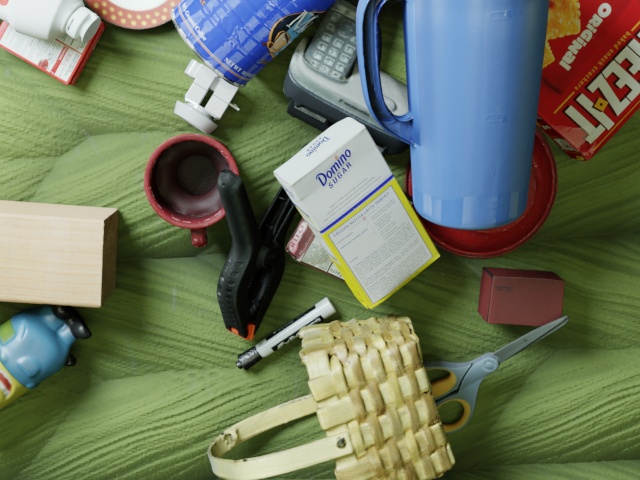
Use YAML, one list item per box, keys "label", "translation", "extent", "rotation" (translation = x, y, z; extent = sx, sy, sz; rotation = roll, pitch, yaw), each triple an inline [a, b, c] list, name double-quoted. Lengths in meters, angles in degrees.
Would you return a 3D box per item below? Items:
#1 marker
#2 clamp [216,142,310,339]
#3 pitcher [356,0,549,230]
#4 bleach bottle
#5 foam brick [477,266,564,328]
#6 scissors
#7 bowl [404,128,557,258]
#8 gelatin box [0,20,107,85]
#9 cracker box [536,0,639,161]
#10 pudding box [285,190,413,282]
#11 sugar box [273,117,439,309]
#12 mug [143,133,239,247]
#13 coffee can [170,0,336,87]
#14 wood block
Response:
- label: "marker"
  translation: [-0.038, 0.100, 1.133]
  extent: [0.121, 0.020, 0.020]
  rotation: [-33, 99, 4]
- label: "clamp"
  translation: [-0.057, 0.001, 1.081]
  extent: [0.036, 0.164, 0.210]
  rotation: [25, 123, 26]
- label: "pitcher"
  translation: [0.127, -0.136, 0.964]
  extent: [0.149, 0.144, 0.243]
  rotation: [14, 120, 29]
- label: "bleach bottle"
  translation: [-0.315, -0.278, 1.017]
  extent: [0.251, 0.068, 0.102]
  rotation: [35, 98, 2]
- label: "foam brick"
  translation: [0.210, 0.059, 1.117]
  extent: [0.078, 0.051, 0.053]
  rotation: [5, 99, -3]
- label: "scissors"
  translation: [0.178, 0.147, 1.125]
  extent: [0.202, 0.016, 0.096]
  rotation: [-18, 110, 18]
- label: "bowl"
  translation: [0.169, -0.057, 1.094]
  extent: [0.162, 0.055, 0.162]
  rotation: [0, 99, -1]
- label: "gelatin box"
  translation: [-0.270, -0.208, 1.068]
  extent: [0.089, 0.030, 0.073]
  rotation: [30, 96, -6]
- label: "cracker box"
  translation: [0.240, -0.209, 1.060]
  extent: [0.213, 0.072, 0.164]
  rotation: [42, 96, -8]
- label: "pudding box"
  translation: [0.031, -0.016, 1.088]
  extent: [0.089, 0.039, 0.113]
  rotation: [25, 100, -35]
- label: "sugar box"
  translation: [0.038, -0.025, 1.035]
  extent: [0.093, 0.048, 0.176]
  rotation: [-38, 122, -7]
- label: "mug"
  translation: [-0.124, -0.052, 1.073]
  extent: [0.093, 0.081, 0.117]
  rotation: [-7, 100, 0]
- label: "coffee can"
  translation: [-0.058, -0.230, 1.019]
  extent: [0.140, 0.102, 0.103]
  rotation: [-40, 99, 17]
- label: "wood block"
  translation: [-0.314, 0.009, 1.074]
  extent: [0.206, 0.091, 0.090]
  rotation: [4, 100, -2]
